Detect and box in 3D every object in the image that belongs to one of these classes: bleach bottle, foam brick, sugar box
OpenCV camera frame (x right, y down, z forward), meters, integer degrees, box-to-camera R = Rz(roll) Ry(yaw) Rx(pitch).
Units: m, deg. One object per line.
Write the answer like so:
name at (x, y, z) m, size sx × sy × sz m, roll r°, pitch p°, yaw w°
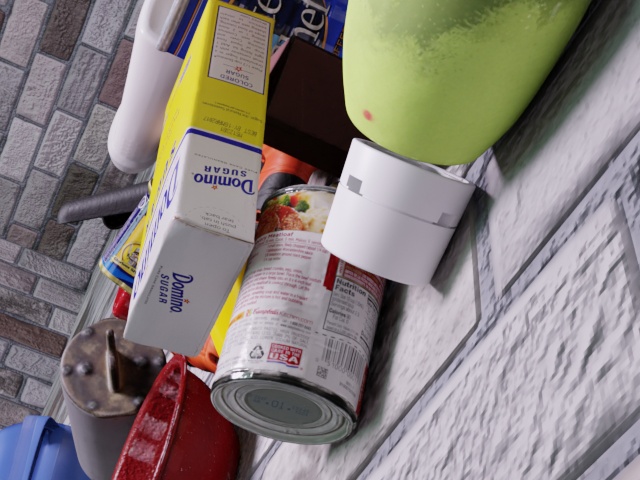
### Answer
bleach bottle at (-0.150, -0.139, 0.976) m, size 0.251 × 0.068 × 0.102 m, roll 129°, pitch 161°, yaw -58°
foam brick at (0.003, -0.074, 0.619) m, size 0.051 × 0.078 × 0.053 m, roll -70°, pitch 15°, yaw -14°
sugar box at (-0.062, -0.037, 0.559) m, size 0.176 × 0.048 × 0.093 m, roll -85°, pitch 18°, yaw -45°

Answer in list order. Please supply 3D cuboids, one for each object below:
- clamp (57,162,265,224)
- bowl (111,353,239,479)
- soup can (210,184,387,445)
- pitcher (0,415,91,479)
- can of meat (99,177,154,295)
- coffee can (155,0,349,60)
clamp at (-0.109, -0.040, 0.889) m, size 0.210 × 0.164 × 0.036 m, roll -54°, pitch 4°, yaw 12°
bowl at (-0.093, 0.155, 0.664) m, size 0.162 × 0.055 × 0.162 m, roll -60°, pitch 15°, yaw 27°
soup can at (-0.007, 0.035, 0.495) m, size 0.069 × 0.068 × 0.102 m, roll 132°, pitch 157°, yaw -55°
pitcher at (-0.280, 0.296, 1.011) m, size 0.145 × 0.149 × 0.242 m, roll -31°, pitch 34°, yaw 27°
can of meat at (-0.114, 0.011, 0.853) m, size 0.084 × 0.102 × 0.057 m, roll -53°, pitch 4°, yaw 18°
coffee can at (-0.026, -0.147, 0.718) m, size 0.103 × 0.140 × 0.103 m, roll -61°, pitch 14°, yaw 26°
